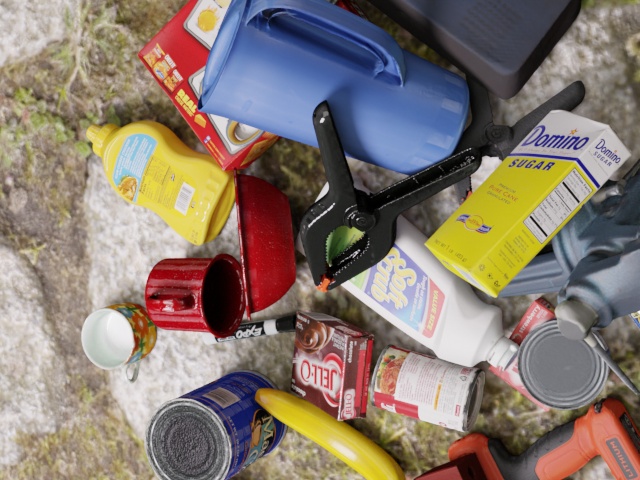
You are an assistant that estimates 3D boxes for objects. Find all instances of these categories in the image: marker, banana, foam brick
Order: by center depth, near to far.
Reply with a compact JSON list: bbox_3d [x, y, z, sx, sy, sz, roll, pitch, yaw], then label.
[{"bbox_3d":[0.137,0.256,1.047,0.051,0.052,0.078,-29,80,29],"label":"foam brick"},{"bbox_3d":[0.020,0.213,1.138,0.198,0.069,0.037,33,89,16],"label":"banana"},{"bbox_3d":[-0.076,0.100,1.194,0.121,0.020,0.020,-10,91,24],"label":"marker"}]

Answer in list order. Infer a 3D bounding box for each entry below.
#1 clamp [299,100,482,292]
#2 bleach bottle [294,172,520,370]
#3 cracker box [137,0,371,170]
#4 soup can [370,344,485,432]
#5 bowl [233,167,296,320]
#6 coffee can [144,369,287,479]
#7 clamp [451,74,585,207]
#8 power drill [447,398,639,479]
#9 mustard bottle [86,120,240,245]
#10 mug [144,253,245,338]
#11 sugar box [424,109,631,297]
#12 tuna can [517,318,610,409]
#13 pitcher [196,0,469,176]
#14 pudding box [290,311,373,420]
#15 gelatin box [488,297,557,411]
[{"bbox_3d":[0.031,-0.036,1.007,0.164,0.036,0.210,22,127,-20],"label":"clamp"},{"bbox_3d":[0.096,0.039,1.079,0.251,0.068,0.103,37,110,20],"label":"bleach bottle"},{"bbox_3d":[-0.064,-0.203,1.129,0.214,0.072,0.164,-40,82,20],"label":"cracker box"},{"bbox_3d":[0.111,0.151,1.094,0.102,0.068,0.068,13,100,21],"label":"soup can"},{"bbox_3d":[-0.057,0.001,1.120,0.055,0.162,0.162,-5,94,-4],"label":"bowl"},{"bbox_3d":[-0.109,0.204,1.153,0.103,0.140,0.103,3,97,22],"label":"coffee can"},{"bbox_3d":[0.165,-0.104,1.032,0.120,0.039,0.171,27,74,28],"label":"clamp"},{"bbox_3d":[0.239,0.253,1.055,0.188,0.057,0.184,-30,83,23],"label":"power drill"},{"bbox_3d":[-0.186,-0.080,1.200,0.192,0.058,0.096,31,114,17],"label":"mustard bottle"},{"bbox_3d":[-0.145,0.062,1.170,0.082,0.117,0.093,0,100,28],"label":"mug"},{"bbox_3d":[0.182,-0.036,0.948,0.048,0.093,0.176,42,88,-26],"label":"sugar box"},{"bbox_3d":[0.234,0.117,1.022,0.086,0.033,0.086,1,93,21],"label":"tuna can"},{"bbox_3d":[0.017,-0.148,1.001,0.242,0.149,0.145,19,109,-15],"label":"pitcher"},{"bbox_3d":[0.011,0.129,1.119,0.114,0.039,0.090,20,106,62],"label":"pudding box"},{"bbox_3d":[0.222,0.113,1.063,0.073,0.030,0.089,36,108,16],"label":"gelatin box"}]
